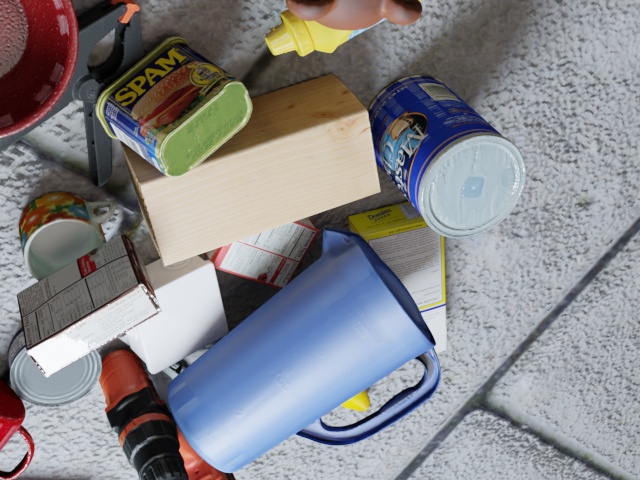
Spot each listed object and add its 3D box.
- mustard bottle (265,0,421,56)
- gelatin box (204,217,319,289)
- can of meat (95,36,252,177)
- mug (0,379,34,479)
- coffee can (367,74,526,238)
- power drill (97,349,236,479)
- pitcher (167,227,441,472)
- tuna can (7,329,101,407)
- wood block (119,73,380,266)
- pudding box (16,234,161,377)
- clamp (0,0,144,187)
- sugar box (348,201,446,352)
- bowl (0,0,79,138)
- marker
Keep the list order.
[{"bbox_3d":[0.041,-0.209,0.907,0.191,0.096,0.058,-28,102,-3],"label":"mustard bottle"},{"bbox_3d":[-0.057,0.001,1.038,0.089,0.030,0.073,19,110,-31],"label":"gelatin box"},{"bbox_3d":[-0.120,-0.110,0.888,0.102,0.084,0.057,-43,147,-17],"label":"can of meat"},{"bbox_3d":[-0.321,0.178,0.997,0.117,0.093,0.081,38,97,-10],"label":"mug"},{"bbox_3d":[0.111,-0.080,0.987,0.102,0.140,0.103,-10,123,-17],"label":"coffee can"},{"bbox_3d":[-0.141,0.213,1.051,0.057,0.184,0.187,-31,136,-2],"label":"power drill"},{"bbox_3d":[-0.015,0.119,1.009,0.243,0.149,0.144,-37,142,7],"label":"pitcher"},{"bbox_3d":[-0.256,0.116,1.025,0.086,0.034,0.086,-10,123,-16],"label":"tuna can"},{"bbox_3d":[-0.062,-0.066,0.956,0.206,0.090,0.091,-20,126,-11],"label":"wood block"},{"bbox_3d":[-0.199,0.053,0.907,0.113,0.090,0.039,-31,127,-1],"label":"pudding box"},{"bbox_3d":[-0.206,-0.127,0.887,0.120,0.039,0.171,3,116,-45],"label":"clamp"},{"bbox_3d":[0.082,0.047,1.114,0.093,0.048,0.176,-13,127,-13],"label":"sugar box"},{"bbox_3d":[-0.270,-0.160,0.821,0.162,0.055,0.162,-5,107,-16],"label":"bowl"},{"bbox_3d":[-0.158,0.122,1.077,0.020,0.020,0.121,-40,127,5],"label":"marker"}]
